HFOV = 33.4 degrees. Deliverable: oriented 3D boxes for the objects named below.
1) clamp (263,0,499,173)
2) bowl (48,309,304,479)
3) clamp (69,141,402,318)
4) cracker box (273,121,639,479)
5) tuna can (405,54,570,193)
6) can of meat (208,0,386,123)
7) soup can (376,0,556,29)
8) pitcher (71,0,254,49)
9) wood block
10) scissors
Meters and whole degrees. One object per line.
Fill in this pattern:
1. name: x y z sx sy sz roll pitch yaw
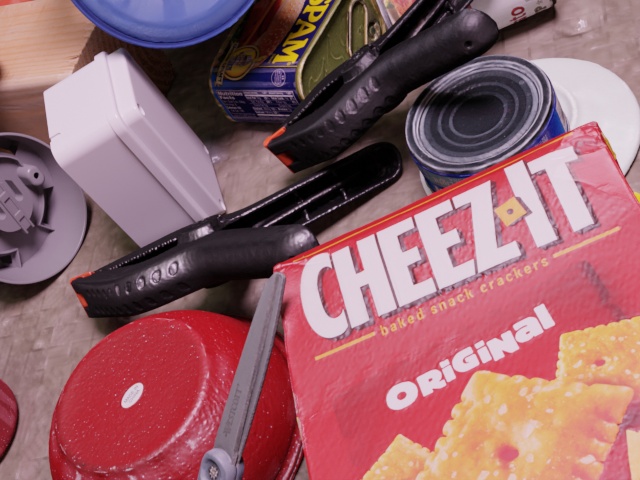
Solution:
1. clamp: 0.036 -0.092 0.605 0.172 0.039 0.120 -43 13 19
2. bowl: -0.088 0.094 0.574 0.162 0.055 0.162 -15 48 18
3. clamp: -0.054 0.001 0.623 0.210 0.036 0.164 -18 13 32
4. cracker box: 0.077 0.071 0.426 0.164 0.072 0.214 -24 47 12
5. tuna can: 0.091 -0.061 0.586 0.086 0.033 0.086 -16 49 19
6. can of meat: -0.016 -0.124 0.714 0.084 0.057 0.102 7 57 36
7. soup can: 0.089 -0.160 0.675 0.102 0.068 0.068 -22 46 11
8. pitcher: -0.104 -0.211 0.718 0.145 0.149 0.243 -35 14 9
9. wood block: -0.227 -0.116 0.801 0.206 0.090 0.090 -1 55 28
10. scissors: -0.060 0.110 0.496 0.096 0.016 0.202 6 92 41
